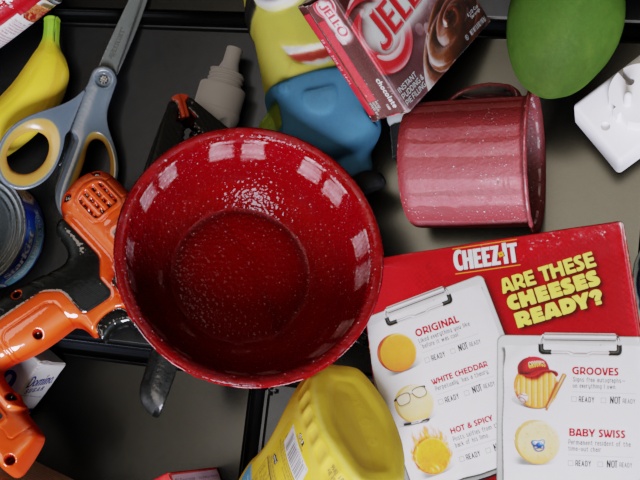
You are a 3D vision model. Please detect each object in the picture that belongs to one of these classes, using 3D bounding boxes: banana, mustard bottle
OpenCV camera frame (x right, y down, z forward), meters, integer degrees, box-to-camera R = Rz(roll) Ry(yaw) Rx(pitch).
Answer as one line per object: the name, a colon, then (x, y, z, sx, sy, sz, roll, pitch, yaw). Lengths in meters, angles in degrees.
banana: (-0.259, -0.085, 0.806, 0.198, 0.037, 0.070, -36, 57, 6)
mustard bottle: (-0.019, 0.171, 0.663, 0.192, 0.058, 0.096, -58, 37, 33)

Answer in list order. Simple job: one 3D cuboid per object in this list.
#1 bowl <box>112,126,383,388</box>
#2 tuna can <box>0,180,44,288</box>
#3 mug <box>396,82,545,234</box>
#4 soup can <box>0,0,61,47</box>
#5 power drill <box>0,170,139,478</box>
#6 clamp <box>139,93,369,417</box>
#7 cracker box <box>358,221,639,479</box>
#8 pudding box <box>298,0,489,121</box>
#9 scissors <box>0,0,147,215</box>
bowl: (-0.045, 0.014, 0.654, 0.162, 0.055, 0.162, 3, 73, -10)
tuna can: (-0.249, -0.007, 0.791, 0.086, 0.033, 0.086, -2, 81, 14)
mug: (0.099, -0.058, 0.685, 0.082, 0.093, 0.117, -1, 53, 19)
soup can: (-0.255, -0.178, 0.800, 0.102, 0.068, 0.068, -33, 75, 9)
power drill: (-0.155, 0.069, 0.719, 0.187, 0.057, 0.184, -41, 79, -17)
clamp: (-0.055, 0.001, 0.709, 0.164, 0.036, 0.210, -8, 74, -20)
cracker box: (0.121, 0.109, 0.658, 0.164, 0.072, 0.214, -9, 79, 13)
pudding box: (0.049, -0.144, 0.683, 0.039, 0.113, 0.090, -11, 121, 48)
scissors: (-0.180, -0.113, 0.780, 0.096, 0.016, 0.202, 8, 84, -15)
